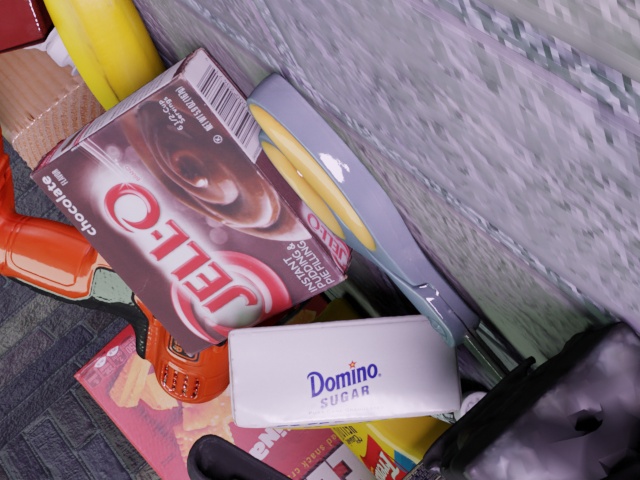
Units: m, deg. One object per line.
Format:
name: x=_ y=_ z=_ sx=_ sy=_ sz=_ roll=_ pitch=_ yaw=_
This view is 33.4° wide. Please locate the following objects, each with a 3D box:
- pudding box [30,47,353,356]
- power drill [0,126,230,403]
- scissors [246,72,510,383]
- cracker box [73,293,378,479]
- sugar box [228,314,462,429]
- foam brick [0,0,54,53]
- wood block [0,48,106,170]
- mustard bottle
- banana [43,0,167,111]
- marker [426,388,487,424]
pudding box: x=-0.053 y=-0.013 z=0.459 sx=0.113 sy=0.090 sz=0.039 roll=53 pitch=-152 yaw=-18
power drill: x=-0.118 y=-0.008 z=0.553 sx=0.188 sy=0.057 sz=0.185 roll=24 pitch=133 yaw=9
scissors: x=0.037 y=0.019 z=0.403 sx=0.201 sy=0.016 sz=0.096 roll=51 pitch=173 yaw=-17
cracker box: x=-0.039 y=0.117 z=0.738 sx=0.214 sy=0.164 sz=0.072 roll=48 pitch=174 yaw=7
sugar box: x=0.006 y=0.066 z=0.504 sx=0.176 sy=0.093 sz=0.048 roll=101 pitch=164 yaw=-82
foam brick: x=-0.154 y=-0.120 z=0.500 sx=0.078 sy=0.053 sz=0.051 roll=-98 pitch=-6 yaw=-65
wood block: x=-0.181 y=-0.105 z=0.708 sx=0.206 sy=0.090 sz=0.090 roll=41 pitch=168 yaw=45
mustard bottle: x=0.054 y=0.125 z=0.653 sx=0.191 sy=0.058 sz=0.096 roll=47 pitch=157 yaw=5
banana: x=-0.099 y=-0.095 z=0.530 sx=0.198 sy=0.037 sz=0.069 roll=71 pitch=-174 yaw=-62
marker: x=0.066 y=0.083 z=0.537 sx=0.020 sy=0.020 sz=0.121 roll=48 pitch=172 yaw=0
